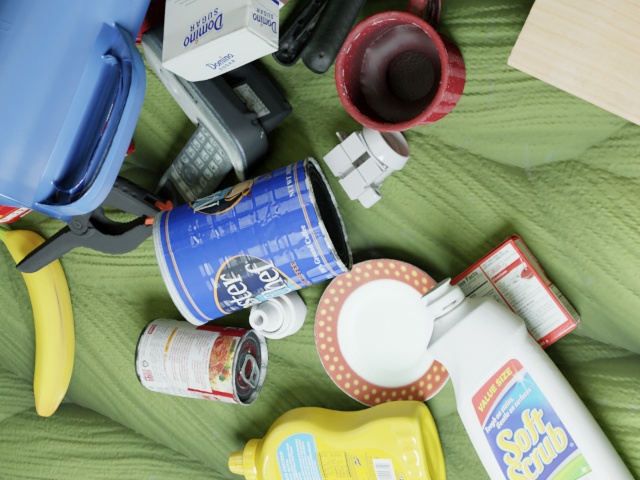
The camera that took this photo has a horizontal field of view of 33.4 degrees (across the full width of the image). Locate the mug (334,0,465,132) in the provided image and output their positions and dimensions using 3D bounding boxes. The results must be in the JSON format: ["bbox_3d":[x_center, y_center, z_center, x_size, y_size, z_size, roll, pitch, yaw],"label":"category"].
[{"bbox_3d":[0.072,-0.145,0.857,0.093,0.081,0.117,17,101,20],"label":"mug"}]

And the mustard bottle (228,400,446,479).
[{"bbox_3d":[0.007,0.190,0.925,0.192,0.058,0.096,-7,113,23],"label":"mustard bottle"}]

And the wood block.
[{"bbox_3d":[0.255,-0.125,0.778,0.206,0.090,0.090,29,105,18],"label":"wood block"}]

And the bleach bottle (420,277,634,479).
[{"bbox_3d":[0.155,0.144,0.837,0.103,0.068,0.251,-35,90,20],"label":"bleach bottle"}]

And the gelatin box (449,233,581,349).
[{"bbox_3d":[0.155,0.051,0.868,0.073,0.030,0.089,-40,80,22],"label":"gelatin box"}]

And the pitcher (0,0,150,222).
[{"bbox_3d":[-0.214,-0.141,0.869,0.149,0.145,0.243,24,87,-15],"label":"pitcher"}]

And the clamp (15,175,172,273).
[{"bbox_3d":[-0.218,-0.015,0.967,0.171,0.039,0.120,8,130,11],"label":"clamp"}]

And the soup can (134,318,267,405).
[{"bbox_3d":[-0.107,0.108,0.962,0.102,0.068,0.068,5,97,22],"label":"soup can"}]

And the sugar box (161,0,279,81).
[{"bbox_3d":[-0.078,-0.222,0.862,0.094,0.048,0.176,-14,67,35],"label":"sugar box"}]

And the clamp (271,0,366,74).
[{"bbox_3d":[0.030,-0.220,0.864,0.036,0.165,0.210,34,86,-17],"label":"clamp"}]

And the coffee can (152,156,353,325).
[{"bbox_3d":[-0.056,0.001,0.897,0.140,0.102,0.103,-20,87,11],"label":"coffee can"}]

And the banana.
[{"bbox_3d":[-0.272,0.072,1.046,0.070,0.037,0.198,-15,87,40],"label":"banana"}]
